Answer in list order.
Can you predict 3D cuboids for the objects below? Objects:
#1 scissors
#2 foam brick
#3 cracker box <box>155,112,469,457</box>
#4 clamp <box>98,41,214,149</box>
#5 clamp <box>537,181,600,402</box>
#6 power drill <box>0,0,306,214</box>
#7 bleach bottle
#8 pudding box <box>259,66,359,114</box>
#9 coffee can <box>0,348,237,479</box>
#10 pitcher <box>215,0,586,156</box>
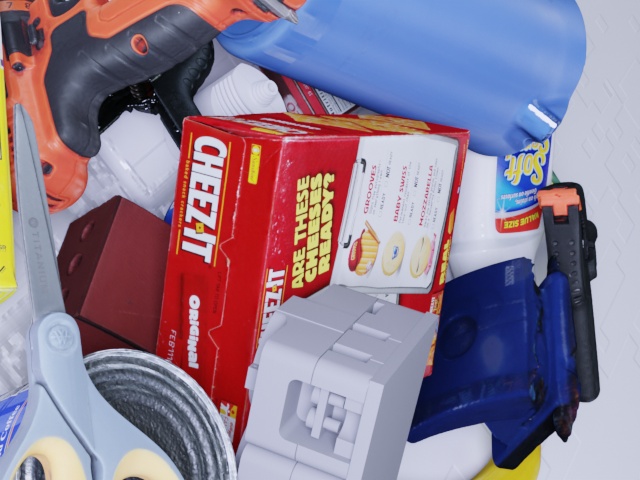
[{"bbox_3d":[-0.086,0.050,0.412,0.096,0.016,0.202,21,59,-38],"label":"scissors"},{"bbox_3d":[-0.113,0.025,0.576,0.051,0.053,0.078,33,52,-29],"label":"foam brick"},{"bbox_3d":[0.001,0.013,0.605,0.213,0.072,0.164,-11,112,-57],"label":"cracker box"},{"bbox_3d":[-0.114,-0.088,0.618,0.120,0.039,0.171,-1,50,-7],"label":"clamp"},{"bbox_3d":[0.197,0.010,0.832,0.210,0.036,0.164,63,29,-51],"label":"clamp"},{"bbox_3d":[-0.106,-0.127,0.541,0.057,0.188,0.184,24,41,-55],"label":"power drill"},{"bbox_3d":[0.142,-0.048,0.829,0.102,0.068,0.251,11,76,-40],"label":"bleach bottle"},{"bbox_3d":[0.005,-0.135,0.769,0.113,0.039,0.090,-38,101,-44],"label":"pudding box"},{"bbox_3d":[-0.119,0.113,0.468,0.102,0.141,0.103,19,60,-37],"label":"coffee can"},{"bbox_3d":[0.046,-0.149,0.703,0.242,0.149,0.145,12,84,-40],"label":"pitcher"}]
